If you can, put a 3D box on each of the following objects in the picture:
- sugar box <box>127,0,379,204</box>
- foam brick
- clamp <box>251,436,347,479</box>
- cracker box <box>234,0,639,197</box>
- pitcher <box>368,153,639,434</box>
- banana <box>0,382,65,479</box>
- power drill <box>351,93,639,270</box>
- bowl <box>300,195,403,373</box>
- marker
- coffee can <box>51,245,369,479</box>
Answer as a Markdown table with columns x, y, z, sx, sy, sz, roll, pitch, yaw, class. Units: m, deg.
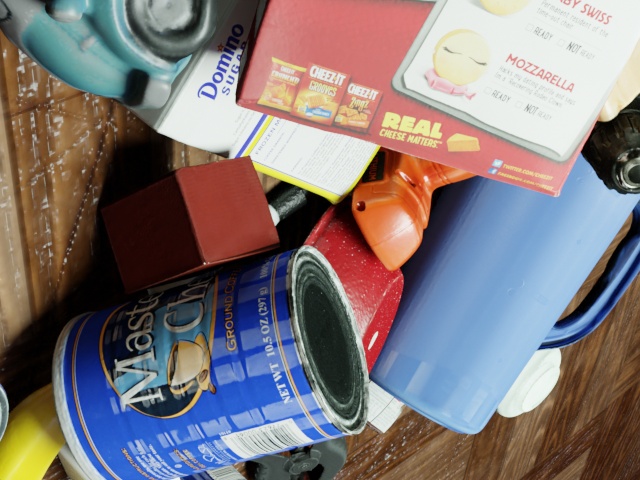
| x | y | z | sx | sy | sz | roll | pitch | yaw | class |
| --- | --- | --- | --- | --- | --- | --- | --- | --- | --- |
| -0.022 | -0.085 | 0.595 | 0.176 | 0.048 | 0.093 | 21 | 105 | -54 | sugar box |
| -0.070 | -0.008 | 0.564 | 0.052 | 0.078 | 0.051 | -14 | 87 | -44 | foam brick |
| -0.011 | 0.154 | 0.827 | 0.120 | 0.039 | 0.171 | -21 | 149 | 3 | clamp |
| 0.070 | -0.141 | 0.467 | 0.164 | 0.072 | 0.214 | 15 | 120 | -12 | cracker box |
| 0.139 | 0.020 | 0.788 | 0.243 | 0.149 | 0.144 | -59 | 158 | 2 | pitcher |
| -0.176 | 0.158 | 0.629 | 0.069 | 0.037 | 0.198 | -2 | 122 | -20 | banana |
| 0.113 | -0.050 | 0.651 | 0.188 | 0.184 | 0.057 | -24 | 112 | 17 | power drill |
| 0.012 | 0.054 | 0.711 | 0.162 | 0.055 | 0.162 | -59 | 165 | -28 | bowl |
| -0.054 | 0.001 | 0.660 | 0.121 | 0.020 | 0.020 | -38 | 145 | -22 | marker |
| -0.057 | 0.071 | 0.576 | 0.140 | 0.103 | 0.102 | -17 | 152 | 17 | coffee can |
